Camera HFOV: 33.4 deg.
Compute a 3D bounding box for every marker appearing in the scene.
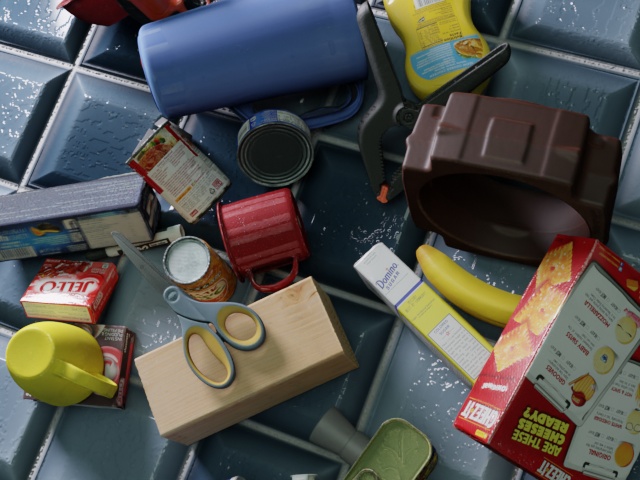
[{"bbox_3d":[-0.216,0.004,1.235,0.121,0.020,0.020,-13,71,10],"label":"marker"}]

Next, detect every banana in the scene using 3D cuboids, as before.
[{"bbox_3d":[0.188,0.057,1.112,0.198,0.037,0.069,13,63,16],"label":"banana"}]

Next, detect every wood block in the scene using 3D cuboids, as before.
[{"bbox_3d":[-0.076,0.129,1.125,0.206,0.090,0.091,-26,69,5],"label":"wood block"}]

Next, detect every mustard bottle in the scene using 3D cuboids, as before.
[{"bbox_3d":[0.139,-0.207,1.190,0.096,0.058,0.191,-17,70,5],"label":"mustard bottle"}]

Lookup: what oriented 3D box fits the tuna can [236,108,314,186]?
[{"bbox_3d":[-0.051,-0.104,1.191,0.086,0.086,0.034,-17,39,8],"label":"tuna can"}]

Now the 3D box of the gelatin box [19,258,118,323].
[{"bbox_3d":[-0.284,0.056,1.212,0.089,0.030,0.073,4,42,15],"label":"gelatin box"}]

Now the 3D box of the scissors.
[{"bbox_3d":[-0.129,0.054,1.090,0.096,0.016,0.202,-29,78,-1],"label":"scissors"}]

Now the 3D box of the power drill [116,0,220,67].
[{"bbox_3d":[-0.160,-0.284,1.221,0.184,0.187,0.057,-35,49,6],"label":"power drill"}]

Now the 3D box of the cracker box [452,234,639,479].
[{"bbox_3d":[0.246,0.126,1.013,0.164,0.072,0.213,34,82,-23],"label":"cracker box"}]

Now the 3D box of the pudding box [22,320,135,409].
[{"bbox_3d":[-0.269,0.140,1.196,0.113,0.039,0.090,2,74,14],"label":"pudding box"}]

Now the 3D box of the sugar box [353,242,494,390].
[{"bbox_3d":[0.115,0.081,1.090,0.048,0.093,0.176,-42,69,-2],"label":"sugar box"}]

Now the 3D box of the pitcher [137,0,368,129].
[{"bbox_3d":[-0.070,-0.205,1.191,0.243,0.145,0.149,-15,64,1],"label":"pitcher"}]

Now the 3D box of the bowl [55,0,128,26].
[{"bbox_3d":[-0.239,-0.308,1.289,0.162,0.162,0.055,-37,111,1],"label":"bowl"}]

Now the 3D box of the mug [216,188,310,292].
[{"bbox_3d":[-0.058,0.001,1.158,0.081,0.093,0.117,-16,60,3],"label":"mug"}]

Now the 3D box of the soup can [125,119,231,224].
[{"bbox_3d":[-0.157,-0.076,1.191,0.102,0.068,0.068,44,87,-9],"label":"soup can"}]

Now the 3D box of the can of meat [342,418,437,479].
[{"bbox_3d":[0.071,0.232,1.060,0.057,0.084,0.102,34,84,20],"label":"can of meat"}]

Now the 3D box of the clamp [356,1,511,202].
[{"bbox_3d":[0.105,-0.138,1.138,0.164,0.036,0.210,11,112,3],"label":"clamp"}]
